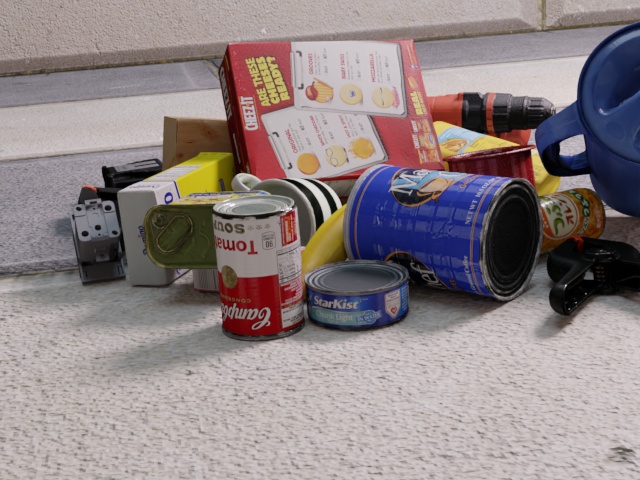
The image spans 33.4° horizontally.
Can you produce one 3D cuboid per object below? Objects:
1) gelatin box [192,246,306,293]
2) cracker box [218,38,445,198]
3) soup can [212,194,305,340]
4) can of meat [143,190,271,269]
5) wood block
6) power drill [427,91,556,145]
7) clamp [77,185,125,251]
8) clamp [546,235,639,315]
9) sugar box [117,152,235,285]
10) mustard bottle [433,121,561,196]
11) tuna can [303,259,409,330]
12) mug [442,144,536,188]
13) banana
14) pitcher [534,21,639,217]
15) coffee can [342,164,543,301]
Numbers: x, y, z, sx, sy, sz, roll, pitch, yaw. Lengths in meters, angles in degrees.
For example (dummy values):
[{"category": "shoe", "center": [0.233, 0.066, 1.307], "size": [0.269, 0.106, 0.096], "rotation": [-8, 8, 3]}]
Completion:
[{"category": "gelatin box", "center": [-0.060, 0.026, 0.968], "size": [0.089, 0.030, 0.073], "rotation": [4, 16, 30]}, {"category": "cracker box", "center": [0.010, -0.128, 1.144], "size": [0.213, 0.164, 0.072], "rotation": [-5, -20, -18]}, {"category": "soup can", "center": [-0.049, 0.020, 0.851], "size": [0.068, 0.102, 0.068], "rotation": [-3, 16, 1]}, {"category": "can of meat", "center": [-0.094, -0.012, 0.948], "size": [0.102, 0.057, 0.083], "rotation": [-1, 12, 14]}, {"category": "wood block", "center": [-0.070, -0.091, 1.211], "size": [0.205, 0.090, 0.091], "rotation": [1, 9, -17]}, {"category": "power drill", "center": [0.229, -0.161, 1.419], "size": [0.185, 0.057, 0.187], "rotation": [4, -2, 20]}, {"category": "clamp", "center": [-0.215, -0.030, 1.192], "size": [0.210, 0.036, 0.164], "rotation": [13, 20, 40]}, {"category": "clamp", "center": [0.224, 0.027, 0.879], "size": [0.120, 0.039, 0.171], "rotation": [-2, 9, -10]}, {"category": "sugar box", "center": [-0.134, -0.025, 1.052], "size": [0.048, 0.093, 0.176], "rotation": [-1, 16, 18]}, {"category": "mustard bottle", "center": [0.169, -0.092, 1.197], "size": [0.192, 0.058, 0.096], "rotation": [21, 31, 25]}, {"category": "tuna can", "center": [0.030, 0.044, 0.874], "size": [0.086, 0.034, 0.086], "rotation": [-4, 16, 1]}, {"category": "mug", "center": [0.171, -0.049, 1.072], "size": [0.093, 0.081, 0.117], "rotation": [-10, 7, -8]}, {"category": "banana", "center": [0.027, -0.002, 0.983], "size": [0.037, 0.070, 0.197], "rotation": [17, 22, 21]}, {"category": "pitcher", "center": [0.300, -0.098, 1.009], "size": [0.149, 0.145, 0.242], "rotation": [28, -5, 18]}, {"category": "coffee can", "center": [0.105, -0.009, 0.918], "size": [0.141, 0.103, 0.102], "rotation": [9, 20, 38]}]
